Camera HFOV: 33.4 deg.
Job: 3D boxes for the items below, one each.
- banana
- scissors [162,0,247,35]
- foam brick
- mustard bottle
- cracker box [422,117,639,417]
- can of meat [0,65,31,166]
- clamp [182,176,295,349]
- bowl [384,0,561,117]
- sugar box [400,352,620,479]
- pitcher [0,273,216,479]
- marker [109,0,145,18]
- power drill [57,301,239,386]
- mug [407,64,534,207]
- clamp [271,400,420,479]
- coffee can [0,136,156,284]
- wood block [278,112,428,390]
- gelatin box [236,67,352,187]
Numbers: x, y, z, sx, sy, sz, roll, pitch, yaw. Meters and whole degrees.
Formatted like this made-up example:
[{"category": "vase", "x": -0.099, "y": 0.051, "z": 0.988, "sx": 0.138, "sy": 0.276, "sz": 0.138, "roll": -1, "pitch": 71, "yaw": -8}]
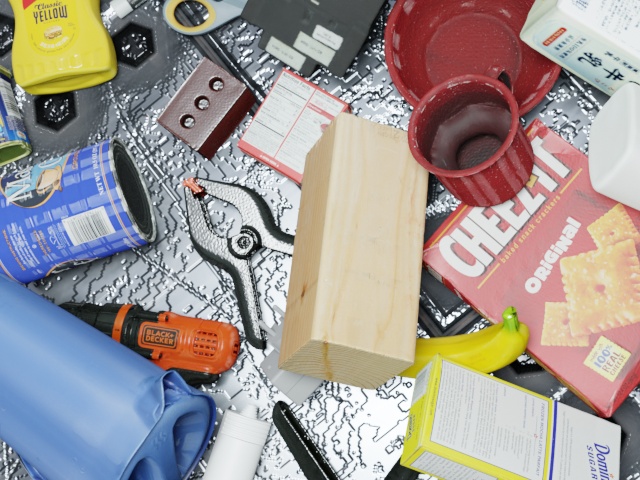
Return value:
[{"category": "banana", "x": 0.108, "y": 0.091, "z": 0.916, "sx": 0.069, "sy": 0.198, "sz": 0.037, "roll": 48, "pitch": 49, "yaw": -21}, {"category": "scissors", "x": -0.067, "y": -0.212, "z": 1.027, "sx": 0.202, "sy": 0.016, "sz": 0.096, "roll": 33, "pitch": 103, "yaw": 0}, {"category": "foam brick", "x": -0.106, "y": -0.123, "z": 1.004, "sx": 0.053, "sy": 0.051, "sz": 0.078, "roll": 36, "pitch": 88, "yaw": 10}, {"category": "mustard bottle", "x": -0.259, "y": -0.243, "z": 1.039, "sx": 0.096, "sy": 0.058, "sz": 0.191, "roll": -11, "pitch": 80, "yaw": 5}, {"category": "cracker box", "x": 0.216, "y": 0.023, "z": 0.929, "sx": 0.214, "sy": 0.072, "sz": 0.164, "roll": 41, "pitch": 88, "yaw": 12}, {"category": "can of meat", "x": -0.339, "y": -0.111, "z": 1.032, "sx": 0.102, "sy": 0.057, "sz": 0.084, "roll": -20, "pitch": 82, "yaw": 5}, {"category": "clamp", "x": -0.056, "y": 0.001, "z": 0.987, "sx": 0.120, "sy": 0.039, "sz": 0.171, "roll": -34, "pitch": 86, "yaw": -5}, {"category": "bowl", "x": 0.140, "y": -0.174, "z": 0.975, "sx": 0.162, "sy": 0.055, "sz": 0.162, "roll": -1, "pitch": 82, "yaw": 8}, {"category": "sugar box", "x": 0.158, "y": 0.168, "z": 0.875, "sx": 0.176, "sy": 0.048, "sz": 0.093, "roll": 24, "pitch": 50, "yaw": -10}, {"category": "pitcher", "x": -0.221, "y": 0.136, "z": 0.899, "sx": 0.243, "sy": 0.145, "sz": 0.149, "roll": 30, "pitch": 77, "yaw": 21}, {"category": "marker", "x": -0.152, "y": -0.260, "z": 1.045, "sx": 0.121, "sy": 0.020, "sz": 0.020, "roll": -35, "pitch": 79, "yaw": 2}, {"category": "power drill", "x": -0.175, "y": 0.152, "z": 0.972, "sx": 0.184, "sy": 0.057, "sz": 0.187, "roll": 7, "pitch": 84, "yaw": 12}, {"category": "mug", "x": 0.133, "y": -0.089, "z": 0.890, "sx": 0.093, "sy": 0.081, "sz": 0.117, "roll": 13, "pitch": 74, "yaw": 30}, {"category": "clamp", "x": 0.025, "y": 0.238, "z": 0.938, "sx": 0.165, "sy": 0.036, "sz": 0.210, "roll": 5, "pitch": 88, "yaw": 24}, {"category": "coffee can", "x": -0.236, "y": -0.025, "z": 0.981, "sx": 0.140, "sy": 0.102, "sz": 0.103, "roll": -18, "pitch": 80, "yaw": 5}, {"category": "wood block", "x": 0.030, "y": 0.009, "z": 0.905, "sx": 0.090, "sy": 0.091, "sz": 0.206, "roll": 15, "pitch": 64, "yaw": -16}, {"category": "gelatin box", "x": -0.024, "y": -0.106, "z": 1.001, "sx": 0.073, "sy": 0.030, "sz": 0.089, "roll": 31, "pitch": 88, "yaw": 12}]
